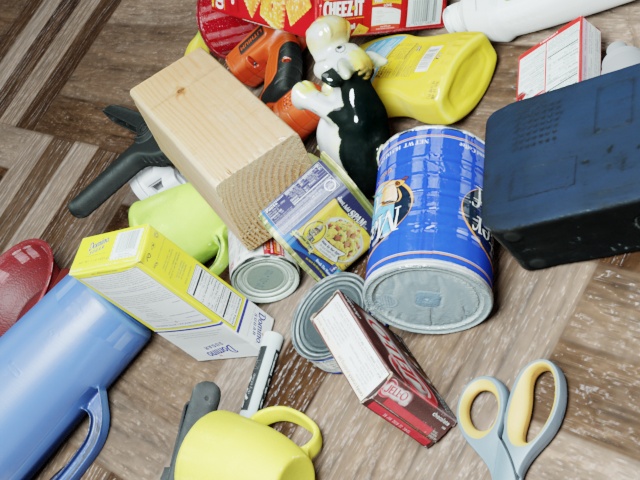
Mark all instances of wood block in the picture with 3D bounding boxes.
[{"bbox_3d":[-0.092,-0.093,1.026,0.090,0.090,0.206,-34,43,-9],"label":"wood block"}]

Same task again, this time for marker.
[{"bbox_3d":[-0.059,0.140,0.966,0.020,0.020,0.121,-7,54,40],"label":"marker"}]

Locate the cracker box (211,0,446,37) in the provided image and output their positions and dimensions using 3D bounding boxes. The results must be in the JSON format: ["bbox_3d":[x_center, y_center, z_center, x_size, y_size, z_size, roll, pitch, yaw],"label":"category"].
[{"bbox_3d":[0.004,-0.267,1.123,0.214,0.163,0.072,31,126,51],"label":"cracker box"}]

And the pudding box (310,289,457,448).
[{"bbox_3d":[0.049,0.101,0.839,0.039,0.090,0.114,-45,38,6],"label":"pudding box"}]

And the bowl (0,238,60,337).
[{"bbox_3d":[-0.357,0.079,1.272,0.162,0.055,0.162,-25,45,27],"label":"bowl"}]

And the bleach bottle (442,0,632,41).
[{"bbox_3d":[0.225,-0.247,0.977,0.251,0.068,0.102,-14,50,39],"label":"bleach bottle"}]

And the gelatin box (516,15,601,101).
[{"bbox_3d":[0.205,-0.139,0.918,0.073,0.030,0.089,-32,37,44],"label":"gelatin box"}]

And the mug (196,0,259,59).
[{"bbox_3d":[-0.081,-0.273,1.281,0.082,0.093,0.117,-5,20,36],"label":"mug"}]

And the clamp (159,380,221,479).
[{"bbox_3d":[-0.119,0.203,0.922,0.120,0.039,0.171,106,174,-62],"label":"clamp"}]

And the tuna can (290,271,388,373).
[{"bbox_3d":[0.017,0.073,0.936,0.086,0.033,0.086,-25,45,27],"label":"tuna can"}]

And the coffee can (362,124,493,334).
[{"bbox_3d":[0.092,-0.009,0.876,0.103,0.102,0.140,-18,48,33],"label":"coffee can"}]

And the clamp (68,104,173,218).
[{"bbox_3d":[-0.191,-0.122,1.203,0.210,0.036,0.164,-22,45,27],"label":"clamp"}]

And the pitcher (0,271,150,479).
[{"bbox_3d":[-0.286,0.154,1.100,0.243,0.149,0.145,-46,24,-1],"label":"pitcher"}]

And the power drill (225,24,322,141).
[{"bbox_3d":[-0.065,-0.150,1.176,0.185,0.057,0.187,-35,41,29],"label":"power drill"}]

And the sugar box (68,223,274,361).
[{"bbox_3d":[-0.133,0.052,0.983,0.094,0.176,0.048,-9,55,38],"label":"sugar box"}]

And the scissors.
[{"bbox_3d":[0.120,0.176,0.769,0.096,0.016,0.201,4,62,47],"label":"scissors"}]

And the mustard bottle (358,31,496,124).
[{"bbox_3d":[0.074,-0.161,1.052,0.192,0.058,0.096,11,61,47],"label":"mustard bottle"}]

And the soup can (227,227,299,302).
[{"bbox_3d":[-0.057,0.001,1.038,0.069,0.068,0.102,-30,43,23],"label":"soup can"}]

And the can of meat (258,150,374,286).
[{"bbox_3d":[0.004,-0.016,0.960,0.084,0.102,0.057,-42,45,1],"label":"can of meat"}]
